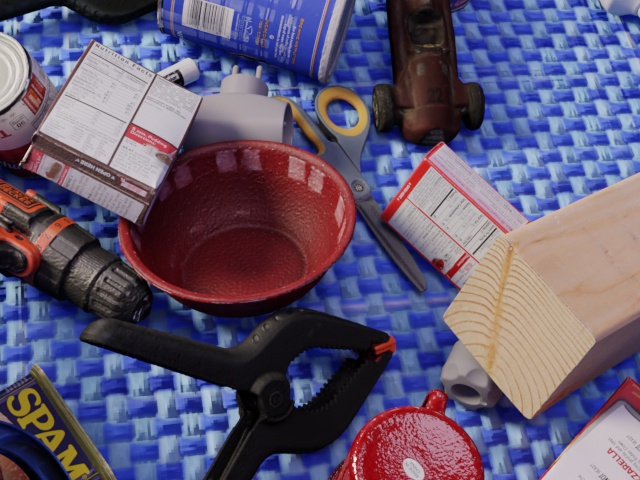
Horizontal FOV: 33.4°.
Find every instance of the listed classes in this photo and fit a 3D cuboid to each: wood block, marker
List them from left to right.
[{"bbox_3d":[-0.148,-0.110,0.830,0.121,0.020,0.020,-32,67,-26],"label":"marker"},{"bbox_3d":[0.195,0.025,0.724,0.205,0.091,0.090,-22,62,-37],"label":"wood block"}]

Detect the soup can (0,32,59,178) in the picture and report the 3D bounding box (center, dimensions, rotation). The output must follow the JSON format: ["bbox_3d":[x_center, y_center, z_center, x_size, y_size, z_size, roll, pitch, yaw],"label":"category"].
[{"bbox_3d":[-0.217,-0.093,0.747,0.068,0.102,0.068,-2,71,6],"label":"soup can"}]

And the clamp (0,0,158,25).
[{"bbox_3d":[-0.202,-0.229,0.867,0.171,0.039,0.120,-1,87,-23],"label":"clamp"}]

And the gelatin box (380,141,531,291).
[{"bbox_3d":[0.097,-0.015,0.763,0.089,0.073,0.030,42,48,7],"label":"gelatin box"}]

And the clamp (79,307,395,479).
[{"bbox_3d":[-0.039,0.110,0.669,0.209,0.036,0.164,-12,97,-33],"label":"clamp"}]

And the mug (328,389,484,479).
[{"bbox_3d":[0.056,0.144,0.656,0.093,0.081,0.117,24,56,7],"label":"mug"}]

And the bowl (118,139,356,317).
[{"bbox_3d":[-0.055,0.001,0.736,0.162,0.055,0.162,-2,44,2],"label":"bowl"}]

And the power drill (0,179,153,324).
[{"bbox_3d":[-0.214,0.016,0.661,0.184,0.057,0.187,29,17,11],"label":"power drill"}]

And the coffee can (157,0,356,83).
[{"bbox_3d":[-0.046,-0.194,0.852,0.140,0.103,0.102,17,56,3],"label":"coffee can"}]

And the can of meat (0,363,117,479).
[{"bbox_3d":[-0.180,0.139,0.638,0.083,0.057,0.102,-31,66,-23],"label":"can of meat"}]

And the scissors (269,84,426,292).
[{"bbox_3d":[0.037,-0.052,0.823,0.096,0.016,0.202,-37,69,-28],"label":"scissors"}]

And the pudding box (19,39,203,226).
[{"bbox_3d":[-0.139,-0.075,0.726,0.090,0.039,0.113,27,42,-10],"label":"pudding box"}]
